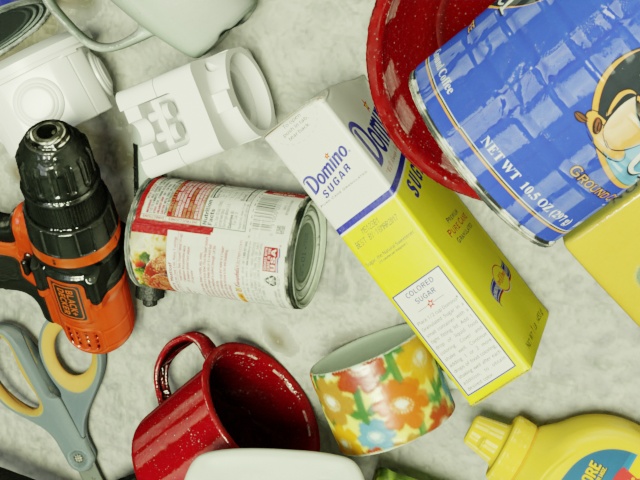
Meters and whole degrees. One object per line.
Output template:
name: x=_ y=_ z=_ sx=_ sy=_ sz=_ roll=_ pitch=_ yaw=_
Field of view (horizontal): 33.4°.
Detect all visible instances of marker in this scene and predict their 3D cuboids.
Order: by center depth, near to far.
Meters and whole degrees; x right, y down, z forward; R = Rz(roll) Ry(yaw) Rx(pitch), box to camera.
marker: x=-0.107 y=-0.017 z=0.664 sx=0.020 sy=0.020 sz=0.121 roll=7 pitch=107 yaw=16

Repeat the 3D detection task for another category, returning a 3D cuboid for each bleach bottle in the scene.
bleach bottle: x=-0.029 y=0.221 z=0.639 sx=0.102 sy=0.068 sz=0.251 roll=4 pitch=136 yaw=2

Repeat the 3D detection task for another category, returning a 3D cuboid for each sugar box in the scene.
sugar box: x=0.051 y=-0.006 z=0.576 sx=0.048 sy=0.093 sz=0.176 roll=-35 pitch=92 yaw=22

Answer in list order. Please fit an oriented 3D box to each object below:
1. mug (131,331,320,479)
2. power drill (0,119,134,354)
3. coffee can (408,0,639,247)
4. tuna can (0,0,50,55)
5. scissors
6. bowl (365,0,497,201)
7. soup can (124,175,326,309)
mug: x=-0.067 y=0.112 z=0.654 sx=0.082 sy=0.093 sz=0.117 roll=-40 pitch=72 yaw=28
power drill: x=-0.204 y=-0.012 z=0.627 sx=0.188 sy=0.057 sz=0.184 roll=14 pitch=140 yaw=12
coffee can: x=0.124 y=-0.078 z=0.459 sx=0.140 sy=0.102 sz=0.103 roll=-39 pitch=90 yaw=23
tuna can: x=-0.205 y=-0.131 z=0.629 sx=0.086 sy=0.086 sz=0.034 roll=-30 pitch=93 yaw=23
scissors: x=-0.152 y=0.130 z=0.721 sx=0.096 sy=0.016 sz=0.201 roll=-35 pitch=99 yaw=16
bowl: x=0.104 y=-0.101 z=0.540 sx=0.162 sy=0.055 sz=0.162 roll=2 pitch=119 yaw=4
soup can: x=-0.054 y=0.001 z=0.626 sx=0.102 sy=0.068 sz=0.068 roll=8 pitch=107 yaw=15
